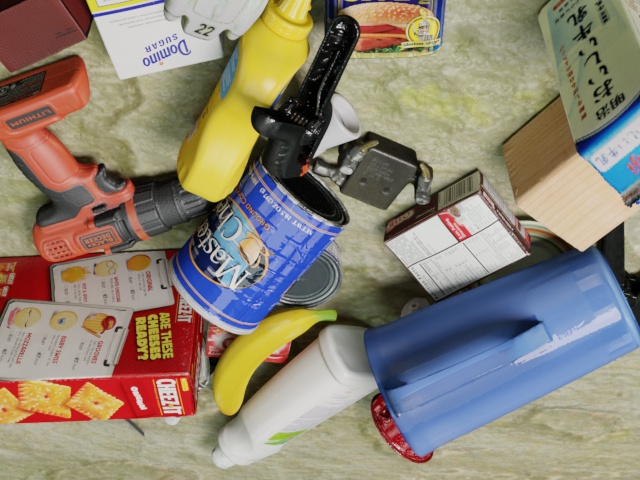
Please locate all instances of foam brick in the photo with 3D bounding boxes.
[{"bbox_3d":[-0.228,-0.180,0.855,0.078,0.051,0.053,-19,131,16],"label":"foam brick"}]

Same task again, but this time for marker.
[{"bbox_3d":[-0.143,0.165,1.188,0.020,0.020,0.121,22,128,-20],"label":"marker"}]

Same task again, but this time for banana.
[{"bbox_3d":[-0.066,0.123,1.098,0.069,0.037,0.198,29,128,-23],"label":"banana"}]

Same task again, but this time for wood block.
[{"bbox_3d":[0.265,-0.097,0.913,0.090,0.091,0.206,32,124,-26],"label":"wood block"}]

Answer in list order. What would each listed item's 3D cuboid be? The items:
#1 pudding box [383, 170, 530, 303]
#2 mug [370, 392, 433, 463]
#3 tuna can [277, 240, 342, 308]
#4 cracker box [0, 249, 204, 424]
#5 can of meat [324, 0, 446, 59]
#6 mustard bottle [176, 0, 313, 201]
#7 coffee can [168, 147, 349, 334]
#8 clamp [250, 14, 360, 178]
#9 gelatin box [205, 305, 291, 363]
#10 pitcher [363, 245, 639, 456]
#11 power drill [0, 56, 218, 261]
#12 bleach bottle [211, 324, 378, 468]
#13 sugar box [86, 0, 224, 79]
[{"bbox_3d":[0.130,-0.001,1.021,0.114,0.039,0.090,-29,117,28],"label":"pudding box"},{"bbox_3d":[0.107,0.179,1.157,0.117,0.093,0.082,21,125,-39],"label":"mug"},{"bbox_3d":[-0.021,0.026,1.057,0.086,0.033,0.086,-1,132,-1],"label":"tuna can"},{"bbox_3d":[-0.222,0.092,1.025,0.213,0.164,0.072,-2,134,1],"label":"cracker box"},{"bbox_3d":[0.051,-0.193,0.846,0.102,0.057,0.084,0,135,0],"label":"can of meat"},{"bbox_3d":[-0.057,-0.127,0.875,0.058,0.096,0.192,25,127,-10],"label":"mustard bottle"},{"bbox_3d":[-0.056,0.001,0.968,0.102,0.103,0.140,32,110,-27],"label":"coffee can"},{"bbox_3d":[-0.022,-0.093,0.852,0.039,0.120,0.172,40,151,14],"label":"clamp"},{"bbox_3d":[-0.073,0.093,1.118,0.089,0.030,0.073,7,132,-6],"label":"gelatin box"},{"bbox_3d":[0.170,0.100,1.006,0.243,0.149,0.145,-26,129,11],"label":"pitcher"},{"bbox_3d":[-0.203,-0.069,0.952,0.184,0.057,0.187,-17,129,10],"label":"power drill"},{"bbox_3d":[-0.038,0.183,1.166,0.251,0.068,0.102,-39,150,31],"label":"bleach bottle"},{"bbox_3d":[-0.142,-0.215,0.830,0.093,0.048,0.176,-10,135,6],"label":"sugar box"}]
